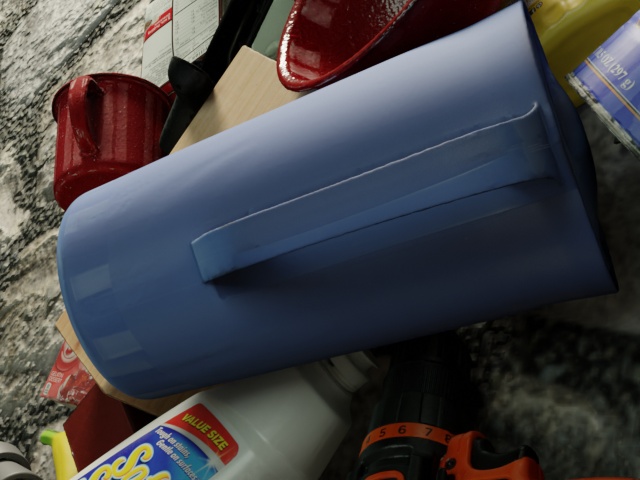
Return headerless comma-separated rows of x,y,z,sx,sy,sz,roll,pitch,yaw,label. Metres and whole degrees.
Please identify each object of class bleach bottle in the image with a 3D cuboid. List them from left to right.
-0.076,0.131,0.560,0.251,0.068,0.103,-41,34,5,bleach bottle

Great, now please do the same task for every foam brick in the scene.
-0.114,0.125,0.648,0.051,0.053,0.078,-50,40,9,foam brick

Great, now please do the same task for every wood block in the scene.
-0.054,0.001,0.638,0.206,0.090,0.090,-56,39,2,wood block

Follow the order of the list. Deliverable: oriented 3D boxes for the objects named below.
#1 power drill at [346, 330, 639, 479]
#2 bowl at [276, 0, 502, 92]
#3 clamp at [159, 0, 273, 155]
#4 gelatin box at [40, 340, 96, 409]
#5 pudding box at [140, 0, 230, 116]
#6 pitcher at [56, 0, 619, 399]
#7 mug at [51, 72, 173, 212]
0.094,0.091,0.439,0.188,0.057,0.184,-23,37,34,power drill
0.048,-0.131,0.550,0.162,0.055,0.162,-43,28,29,bowl
-0.078,-0.098,0.703,0.120,0.039,0.172,-51,-8,-41,clamp
-0.147,0.083,0.729,0.089,0.030,0.073,4,68,48,gelatin box
-0.097,-0.160,0.834,0.090,0.039,0.113,-28,49,29,pudding box
0.002,-0.007,0.486,0.243,0.149,0.145,-19,44,16,pitcher
-0.156,-0.070,0.780,0.093,0.117,0.081,-7,59,5,mug
